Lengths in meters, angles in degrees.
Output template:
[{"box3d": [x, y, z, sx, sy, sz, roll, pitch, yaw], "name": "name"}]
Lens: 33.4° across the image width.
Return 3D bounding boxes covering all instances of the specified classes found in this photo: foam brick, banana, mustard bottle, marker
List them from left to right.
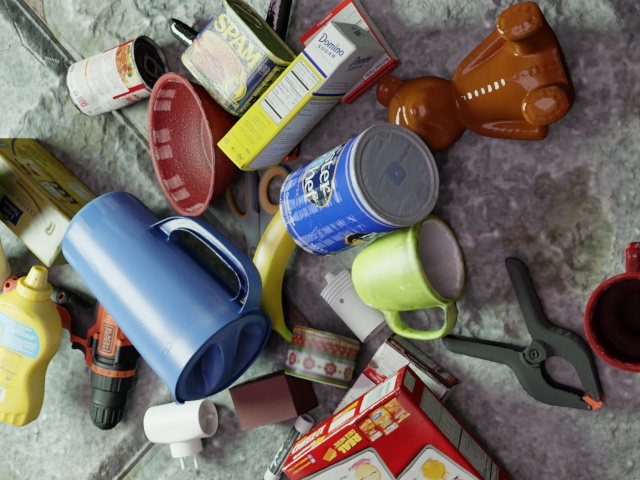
[{"box3d": [-0.358, 0.118, 1.268, 0.096, 0.058, 0.192, 26, 108, 17], "name": "mustard bottle"}, {"box3d": [-0.053, 0.176, 1.199, 0.078, 0.052, 0.051, -18, 87, 25], "name": "foam brick"}, {"box3d": [-0.043, 0.250, 1.220, 0.020, 0.020, 0.121, 36, 109, 18], "name": "marker"}, {"box3d": [-0.038, 0.015, 1.179, 0.037, 0.069, 0.198, 43, 120, 59], "name": "banana"}]

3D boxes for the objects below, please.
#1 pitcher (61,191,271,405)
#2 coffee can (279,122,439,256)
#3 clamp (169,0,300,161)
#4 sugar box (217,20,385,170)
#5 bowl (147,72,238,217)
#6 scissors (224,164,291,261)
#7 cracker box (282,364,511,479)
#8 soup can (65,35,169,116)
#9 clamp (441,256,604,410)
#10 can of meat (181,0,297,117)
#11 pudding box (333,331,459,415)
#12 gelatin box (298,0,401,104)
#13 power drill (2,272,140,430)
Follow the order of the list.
[{"box3d": [-0.172, 0.048, 1.182, 0.149, 0.145, 0.243, -39, 65, -16], "name": "pitcher"}, {"box3d": [0.037, -0.048, 1.077, 0.141, 0.102, 0.103, -23, 85, 55], "name": "coffee can"}, {"box3d": [-0.062, -0.191, 1.175, 0.165, 0.036, 0.210, -28, 85, 25], "name": "clamp"}, {"box3d": [-0.019, -0.147, 1.094, 0.048, 0.093, 0.176, 47, 110, 10], "name": "sugar box"}, {"box3d": [-0.134, -0.108, 1.185, 0.162, 0.055, 0.162, 27, 122, 51], "name": "bowl"}, {"box3d": [-0.058, 0.001, 1.204, 0.096, 0.016, 0.202, -15, 89, 25], "name": "scissors"}, {"box3d": [0.093, 0.256, 1.099, 0.164, 0.072, 0.213, -39, 97, 22], "name": "cracker box"}, {"box3d": [-0.236, -0.189, 1.239, 0.102, 0.068, 0.068, -16, 89, 26], "name": "soup can"}, {"box3d": [0.208, 0.115, 1.079, 0.120, 0.039, 0.171, -46, 77, 26], "name": "clamp"}, {"box3d": [-0.088, -0.194, 1.134, 0.084, 0.057, 0.102, -47, 74, 23], "name": "can of meat"}, {"box3d": [0.080, 0.169, 1.145, 0.090, 0.039, 0.114, 38, 112, 14], "name": "pudding box"}, {"box3d": [0.032, -0.201, 1.134, 0.073, 0.030, 0.089, -37, 81, 22], "name": "gelatin box"}, {"box3d": [-0.307, 0.125, 1.312, 0.188, 0.057, 0.184, 14, 97, 20], "name": "power drill"}]
